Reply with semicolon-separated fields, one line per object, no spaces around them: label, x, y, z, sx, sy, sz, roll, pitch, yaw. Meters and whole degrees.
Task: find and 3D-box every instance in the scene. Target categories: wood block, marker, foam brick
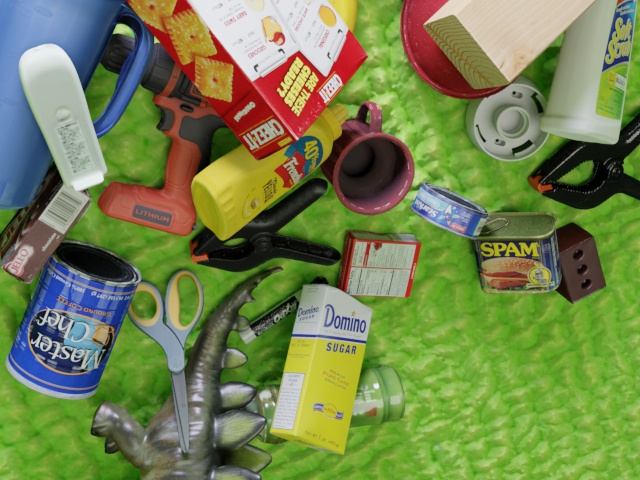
wood block;0.218;-0.256;1.081;0.206;0.090;0.090;-44;103;-8
marker;-0.042;0.080;1.252;0.121;0.020;0.020;-34;117;-1
foam brick;0.312;0.027;1.323;0.053;0.051;0.078;-26;116;-6

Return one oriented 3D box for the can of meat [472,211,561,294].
can of meat;0.234;0.016;1.273;0.102;0.057;0.084;0;122;24

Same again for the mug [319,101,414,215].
mug;0.047;-0.096;1.173;0.093;0.081;0.117;-3;112;-17

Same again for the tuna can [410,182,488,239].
tuna can;0.149;-0.035;1.228;0.086;0.086;0.034;19;103;-23

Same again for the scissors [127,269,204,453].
scissors;-0.177;0.126;1.171;0.096;0.016;0.201;8;71;-2

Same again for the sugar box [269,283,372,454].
sugar box;0.004;0.146;1.215;0.093;0.048;0.176;31;67;-46

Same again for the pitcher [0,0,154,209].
pitcher;-0.277;-0.151;1.022;0.144;0.149;0.243;8;114;-47

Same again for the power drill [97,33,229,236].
power drill;-0.167;-0.108;1.114;0.184;0.057;0.188;17;105;-23

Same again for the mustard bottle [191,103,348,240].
mustard bottle;-0.045;-0.085;1.119;0.191;0.058;0.096;-39;155;-21

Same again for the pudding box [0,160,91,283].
pudding box;-0.284;-0.022;1.095;0.039;0.090;0.113;36;97;-28

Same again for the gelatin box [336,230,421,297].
gelatin box;0.068;0.028;1.260;0.089;0.030;0.073;3;112;-18

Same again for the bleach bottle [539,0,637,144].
bleach bottle;0.309;-0.238;1.181;0.102;0.068;0.251;5;95;-50

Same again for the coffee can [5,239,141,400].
coffee can;-0.263;0.084;1.138;0.102;0.103;0.140;18;105;-23

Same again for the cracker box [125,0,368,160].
cracker box;-0.071;-0.210;1.030;0.213;0.072;0.164;51;47;-16

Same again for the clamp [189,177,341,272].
clamp;-0.058;0.001;1.197;0.171;0.039;0.120;-18;125;6

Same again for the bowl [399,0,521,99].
bowl;0.170;-0.233;1.148;0.162;0.055;0.162;-1;96;-14

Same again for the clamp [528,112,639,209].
clamp;0.354;-0.100;1.292;0.209;0.036;0.164;-8;114;-14
